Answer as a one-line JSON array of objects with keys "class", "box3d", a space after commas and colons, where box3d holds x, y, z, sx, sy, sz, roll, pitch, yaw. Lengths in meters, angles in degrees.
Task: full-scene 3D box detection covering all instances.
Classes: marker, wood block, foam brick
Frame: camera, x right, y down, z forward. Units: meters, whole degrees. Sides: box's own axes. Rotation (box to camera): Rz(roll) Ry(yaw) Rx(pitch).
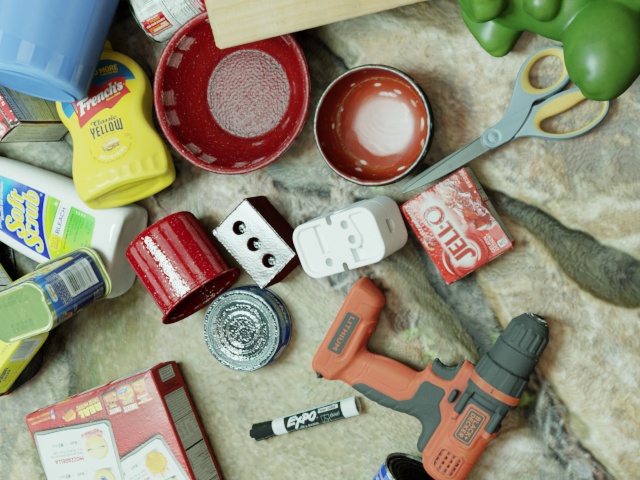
[{"class": "marker", "box3d": [-0.017, 0.180, 1.075, 0.121, 0.020, 0.020, -18, 89, 19]}, {"class": "wood block", "box3d": [-0.002, -0.238, 0.947, 0.206, 0.091, 0.090, -14, 102, -4]}, {"class": "foam brick", "box3d": [-0.057, 0.001, 1.054, 0.053, 0.051, 0.078, -45, 81, 17]}]

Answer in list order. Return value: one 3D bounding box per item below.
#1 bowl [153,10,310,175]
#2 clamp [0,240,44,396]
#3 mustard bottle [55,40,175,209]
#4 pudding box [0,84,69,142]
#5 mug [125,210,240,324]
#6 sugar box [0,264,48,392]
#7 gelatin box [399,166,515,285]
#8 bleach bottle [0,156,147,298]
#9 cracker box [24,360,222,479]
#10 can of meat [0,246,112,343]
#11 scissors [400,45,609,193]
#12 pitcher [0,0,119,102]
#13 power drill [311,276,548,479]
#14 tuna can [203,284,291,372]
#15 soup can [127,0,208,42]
[{"class": "bowl", "box3d": [-0.079, -0.145, 1.044, 0.162, 0.055, 0.162, 1, 95, 16]}, {"class": "clamp", "box3d": [-0.334, 0.087, 1.160, 0.120, 0.039, 0.171, 35, 104, 25]}, {"class": "mustard bottle", "box3d": [-0.214, -0.132, 1.073, 0.096, 0.058, 0.192, -20, 69, 4]}, {"class": "pudding box", "box3d": [-0.309, -0.145, 1.089, 0.039, 0.113, 0.090, -36, 83, 21]}, {"class": "mug", "box3d": [-0.145, 0.030, 1.074, 0.081, 0.093, 0.117, 54, 144, 11]}, {"class": "sugar box", "box3d": [-0.368, 0.067, 1.132, 0.176, 0.048, 0.093, 48, 110, 20]}, {"class": "gelatin box", "box3d": [0.129, -0.014, 1.003, 0.073, 0.030, 0.089, -32, 85, 18]}, {"class": "bleach bottle", "box3d": [-0.308, -0.028, 1.129, 0.251, 0.068, 0.103, 19, 104, 18]}, {"class": "cracker box", "box3d": [-0.192, 0.251, 1.112, 0.164, 0.072, 0.214, -22, 89, 19]}, {"class": "can of meat", "box3d": [-0.270, 0.055, 1.049, 0.102, 0.083, 0.057, -19, 101, 37]}, {"class": "scissors", "box3d": [0.160, -0.114, 0.976, 0.202, 0.016, 0.096, -15, 84, 9]}, {"class": "pitcher", "box3d": [-0.251, -0.262, 1.028, 0.145, 0.149, 0.243, 13, 84, 10]}, {"class": "power drill", "box3d": [0.100, 0.113, 1.011, 0.188, 0.057, 0.184, 32, 100, 14]}, {"class": "tuna can", "box3d": [-0.075, 0.089, 1.077, 0.086, 0.033, 0.086, 2, 96, 18]}, {"class": "soup can", "box3d": [-0.130, -0.245, 1.045, 0.102, 0.068, 0.068, -24, 88, 19]}]
